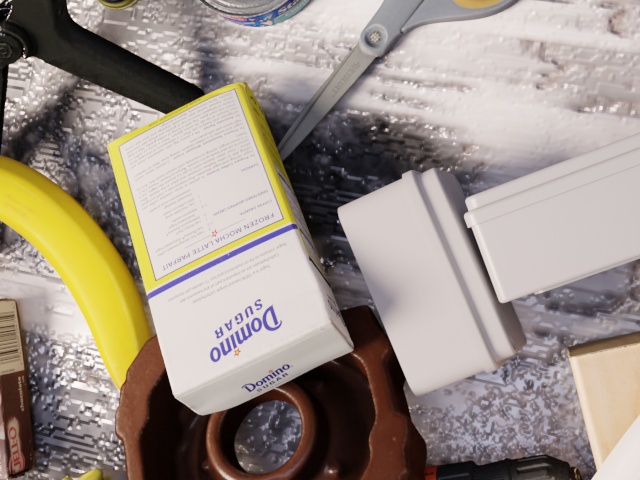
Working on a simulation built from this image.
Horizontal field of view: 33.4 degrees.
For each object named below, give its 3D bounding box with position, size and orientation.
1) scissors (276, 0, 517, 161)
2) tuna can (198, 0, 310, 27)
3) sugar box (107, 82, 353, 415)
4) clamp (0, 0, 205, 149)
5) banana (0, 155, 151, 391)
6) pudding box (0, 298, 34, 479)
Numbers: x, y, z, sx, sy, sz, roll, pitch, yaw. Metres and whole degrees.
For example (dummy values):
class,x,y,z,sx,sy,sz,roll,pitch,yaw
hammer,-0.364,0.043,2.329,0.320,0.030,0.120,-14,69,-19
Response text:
class,x,y,z,sx,sy,sz,roll,pitch,yaw
scissors,0.053,-0.117,0.624,0.096,0.016,0.202,27,95,13
tuna can,-0.040,-0.172,0.640,0.086,0.033,0.086,0,89,14
sugar box,-0.054,0.001,0.595,0.093,0.048,0.176,-25,59,7
clamp,-0.167,-0.118,0.610,0.164,0.210,0.036,-13,44,8
banana,-0.163,0.010,0.649,0.197,0.037,0.069,43,76,-9
pudding box,-0.234,0.096,0.680,0.090,0.039,0.113,-6,87,15
